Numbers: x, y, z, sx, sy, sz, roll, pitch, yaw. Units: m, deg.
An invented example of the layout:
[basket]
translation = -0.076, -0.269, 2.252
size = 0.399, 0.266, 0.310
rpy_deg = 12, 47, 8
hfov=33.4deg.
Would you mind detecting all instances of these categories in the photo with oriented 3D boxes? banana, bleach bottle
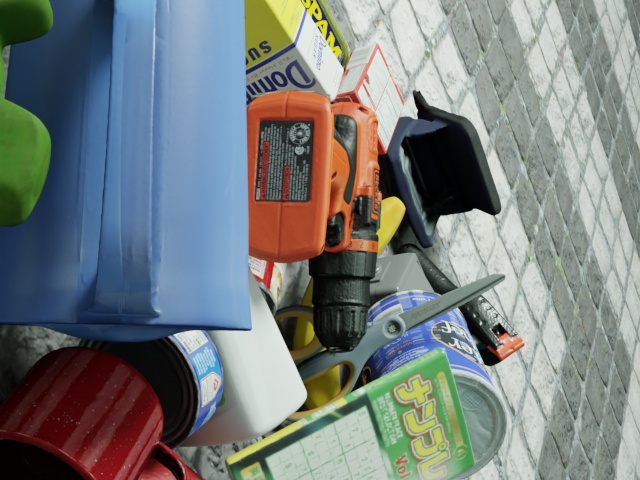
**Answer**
[banana]
translation = 0.017, 0.059, 0.845
size = 0.037, 0.069, 0.198
rpy_deg = 10, 91, -84
[bleach bottle]
translation = -0.099, 0.004, 0.666
size = 0.067, 0.103, 0.251
rpy_deg = -33, 103, -45

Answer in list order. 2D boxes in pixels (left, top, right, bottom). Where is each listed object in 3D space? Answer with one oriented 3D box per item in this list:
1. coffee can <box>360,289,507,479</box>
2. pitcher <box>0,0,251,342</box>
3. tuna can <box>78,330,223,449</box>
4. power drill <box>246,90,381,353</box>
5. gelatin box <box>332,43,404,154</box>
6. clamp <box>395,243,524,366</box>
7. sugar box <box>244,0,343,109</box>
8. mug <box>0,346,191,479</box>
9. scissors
[coffee can]
translation = 0.086, 0.117, 0.876
size = 0.140, 0.103, 0.103
rpy_deg = -103, 169, -65
[pitcher]
translation = -0.095, -0.071, 0.530
size = 0.144, 0.149, 0.243
rpy_deg = 8, 81, -54
[tuna can]
translation = -0.101, 0.080, 0.630
size = 0.033, 0.086, 0.086
rpy_deg = -32, 109, -61
[power drill]
translation = -0.001, -0.016, 0.722
size = 0.187, 0.057, 0.184
rpy_deg = 22, 69, -76
[gelatin box]
translation = 0.046, -0.134, 1.022
size = 0.073, 0.030, 0.089
rpy_deg = 61, 34, -32
[clamp]
translation = 0.129, 0.064, 1.009
size = 0.039, 0.172, 0.120
rpy_deg = -39, 109, -14
[sugar box]
translation = -0.064, -0.161, 0.768
size = 0.176, 0.093, 0.048
rpy_deg = 54, 39, -37
[mug]
translation = -0.123, 0.114, 0.560
size = 0.081, 0.117, 0.093
rpy_deg = -63, 173, -55
[scissors]
translation = 0.036, 0.056, 0.815
size = 0.096, 0.202, 0.016
rpy_deg = 50, -1, -6
